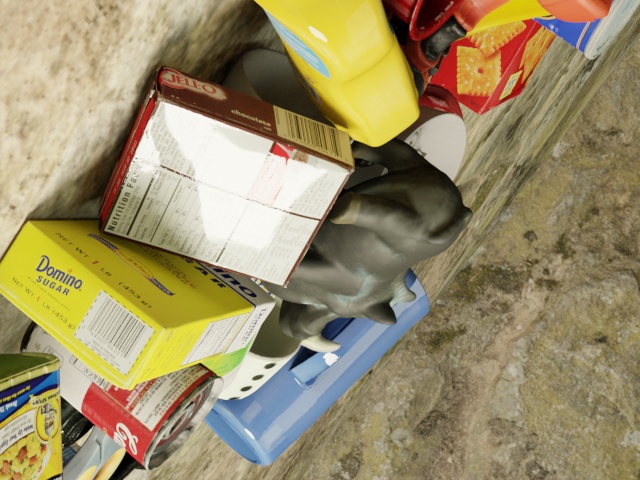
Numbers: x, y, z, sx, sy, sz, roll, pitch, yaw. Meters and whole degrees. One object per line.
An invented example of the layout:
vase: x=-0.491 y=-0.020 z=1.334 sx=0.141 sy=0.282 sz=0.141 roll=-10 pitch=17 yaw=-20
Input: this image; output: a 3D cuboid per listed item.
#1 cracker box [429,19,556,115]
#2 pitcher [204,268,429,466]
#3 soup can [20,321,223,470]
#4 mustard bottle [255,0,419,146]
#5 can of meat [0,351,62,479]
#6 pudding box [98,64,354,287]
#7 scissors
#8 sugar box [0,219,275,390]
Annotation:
cracker box: x=0.209 y=-0.237 z=1.051 sx=0.214 sy=0.072 sz=0.164 roll=-59 pitch=167 yaw=26
pitcher: x=-0.009 y=0.105 z=1.071 sx=0.242 sy=0.145 sz=0.149 roll=-45 pitch=146 yaw=-20
soup can: x=-0.117 y=0.077 z=0.631 sx=0.068 sy=0.102 sz=0.068 roll=-50 pitch=168 yaw=-15
mustard bottle: x=-0.001 y=-0.117 z=0.518 sx=0.058 sy=0.096 sz=0.191 roll=-34 pitch=161 yaw=3
can of meat: x=-0.172 y=0.106 z=0.539 sx=0.102 sy=0.057 sz=0.084 roll=-18 pitch=109 yaw=-71
pudding box: x=-0.051 y=-0.031 z=0.566 sx=0.090 sy=0.113 sz=0.039 roll=-59 pitch=-158 yaw=31
scissors: x=-0.136 y=0.121 z=0.729 sx=0.202 sy=0.016 sz=0.096 roll=-56 pitch=170 yaw=14
sugar box: x=-0.095 y=0.028 z=0.600 sx=0.048 sy=0.093 sz=0.176 roll=-55 pitch=169 yaw=13
